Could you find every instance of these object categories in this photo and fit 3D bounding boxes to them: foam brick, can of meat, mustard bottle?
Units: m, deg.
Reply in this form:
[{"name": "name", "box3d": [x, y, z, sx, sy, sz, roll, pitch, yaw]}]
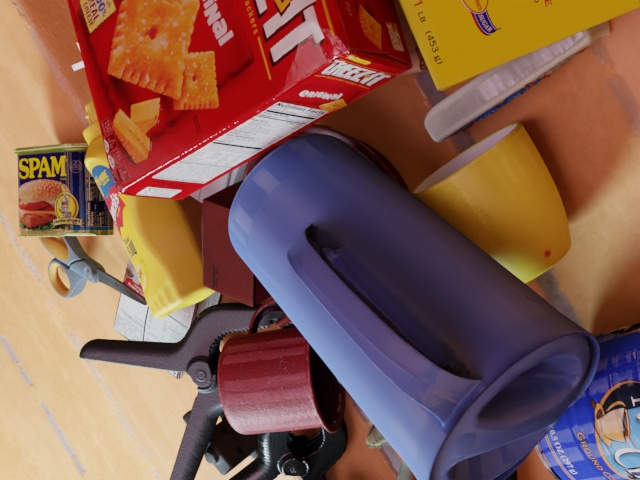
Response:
[{"name": "foam brick", "box3d": [-0.055, 0.001, 0.819, 0.053, 0.051, 0.078, 21, 122, 30]}, {"name": "can of meat", "box3d": [-0.238, -0.045, 0.994, 0.102, 0.057, 0.084, 0, 91, 37]}, {"name": "mustard bottle", "box3d": [-0.152, -0.032, 0.904, 0.191, 0.058, 0.096, 65, 160, 4]}]

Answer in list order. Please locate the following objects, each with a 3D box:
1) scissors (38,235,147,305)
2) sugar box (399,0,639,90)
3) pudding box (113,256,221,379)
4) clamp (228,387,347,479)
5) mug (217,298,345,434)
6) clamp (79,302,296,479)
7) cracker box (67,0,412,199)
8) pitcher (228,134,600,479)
[{"name": "scissors", "box3d": [-0.223, 0.043, 1.038, 0.202, 0.016, 0.096, 38, 135, 36]}, {"name": "sugar box", "box3d": [0.133, -0.163, 0.621, 0.176, 0.048, 0.093, -22, 97, 11]}, {"name": "pudding box", "box3d": [-0.144, 0.061, 1.001, 0.090, 0.039, 0.114, 34, 129, 20]}, {"name": "clamp", "box3d": [-0.033, 0.195, 0.950, 0.120, 0.039, 0.171, 4, 117, -12]}, {"name": "mug", "box3d": [-0.032, 0.102, 0.869, 0.082, 0.093, 0.117, -9, 69, 17]}, {"name": "clamp", "box3d": [-0.098, 0.127, 0.946, 0.210, 0.036, 0.164, -27, 90, 18]}, {"name": "cracker box", "box3d": [-0.063, -0.141, 0.687, 0.214, 0.071, 0.164, -26, 74, 36]}, {"name": "pitcher", "box3d": [0.041, 0.035, 0.671, 0.243, 0.144, 0.149, 45, 149, 34]}]
